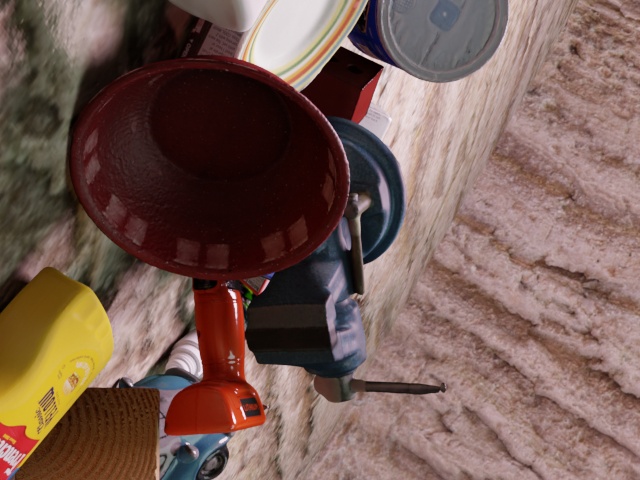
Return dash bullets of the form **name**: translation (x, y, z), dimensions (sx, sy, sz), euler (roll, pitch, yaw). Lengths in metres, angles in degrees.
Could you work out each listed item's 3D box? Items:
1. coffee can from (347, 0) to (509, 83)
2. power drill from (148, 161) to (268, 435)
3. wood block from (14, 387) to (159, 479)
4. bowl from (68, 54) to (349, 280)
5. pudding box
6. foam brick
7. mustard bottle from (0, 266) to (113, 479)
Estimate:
- **coffee can**: translation (0.078, -0.187, 0.859), dimensions (0.103, 0.102, 0.140), euler (-63, -162, 9)
- **power drill**: translation (-0.081, 0.042, 0.756), dimensions (0.184, 0.057, 0.187), euler (34, 53, -76)
- **wood block**: translation (-0.162, 0.205, 0.767), dimensions (0.090, 0.090, 0.206), euler (-97, -169, -47)
- **bowl**: translation (-0.063, -0.052, 0.630), dimensions (0.055, 0.162, 0.162), euler (-85, -170, -48)
- **pudding box**: translation (-0.063, -0.111, 0.716), dimensions (0.090, 0.039, 0.113), euler (-63, 169, 10)
- **foam brick**: translation (0.002, -0.128, 0.869), dimensions (0.053, 0.078, 0.051), euler (-51, 165, -50)
- **mustard bottle**: translation (-0.195, 0.109, 0.606), dimensions (0.191, 0.058, 0.096), euler (-54, 165, -34)
